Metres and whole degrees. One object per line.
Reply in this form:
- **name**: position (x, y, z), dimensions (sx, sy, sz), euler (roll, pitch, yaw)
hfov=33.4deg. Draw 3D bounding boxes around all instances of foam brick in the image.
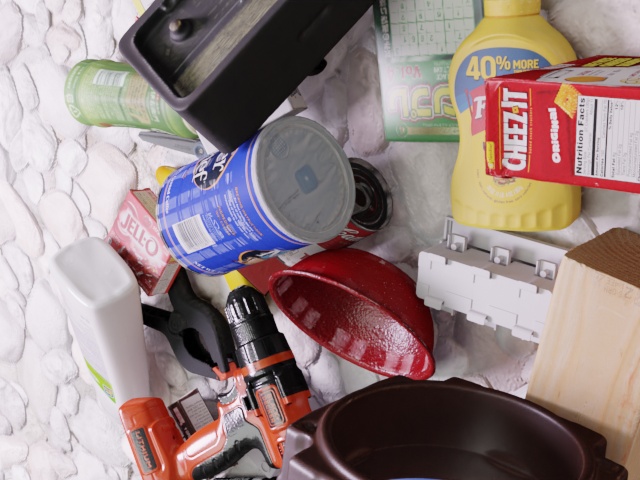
- **foam brick**: position (-0.057, 0.001, 0.999), dimensions (0.078, 0.052, 0.051), euler (43, 130, 1)

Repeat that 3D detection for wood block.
- **wood block**: position (0.213, 0.107, 0.789), dimensions (0.090, 0.090, 0.206), euler (27, 121, 33)

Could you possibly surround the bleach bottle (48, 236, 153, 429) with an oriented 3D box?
- **bleach bottle**: position (-0.228, 0.117, 1.160), dimensions (0.103, 0.068, 0.251), euler (43, 149, 33)

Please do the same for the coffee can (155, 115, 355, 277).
- **coffee can**: position (-0.055, -0.033, 0.879), dimensions (0.141, 0.102, 0.103), euler (-19, 92, 46)

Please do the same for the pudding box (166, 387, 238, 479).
- **pudding box**: position (-0.129, 0.209, 1.125), dimensions (0.090, 0.039, 0.114), euler (59, 164, 7)

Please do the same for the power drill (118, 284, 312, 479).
- **power drill**: position (-0.100, 0.156, 1.019), dimensions (0.188, 0.057, 0.184), euler (-26, 78, 24)

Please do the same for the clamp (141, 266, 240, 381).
- **clamp**: position (-0.150, 0.088, 1.132), dimensions (0.171, 0.039, 0.120), euler (55, 134, 19)

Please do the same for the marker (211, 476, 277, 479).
- **marker**: position (-0.081, 0.263, 1.144), dimensions (0.121, 0.020, 0.020), euler (-13, 95, 43)

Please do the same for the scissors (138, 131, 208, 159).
- **scissors**: position (-0.105, -0.071, 1.055), dimensions (0.202, 0.016, 0.096), euler (-3, 103, 41)

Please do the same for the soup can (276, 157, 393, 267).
- **soup can**: position (0.005, -0.022, 0.941), dimensions (0.102, 0.068, 0.068), euler (-29, 85, 43)

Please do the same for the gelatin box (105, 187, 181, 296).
- **gelatin box**: position (-0.177, 0.001, 1.096), dimensions (0.089, 0.030, 0.073), euler (48, 124, 25)

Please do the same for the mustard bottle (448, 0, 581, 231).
- **mustard bottle**: position (0.145, -0.105, 0.797), dimensions (0.096, 0.058, 0.192), euler (5, 106, 28)

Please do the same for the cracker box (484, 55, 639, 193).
- **cracker box**: position (0.234, -0.070, 0.662), dimensions (0.214, 0.163, 0.072), euler (11, 109, 38)

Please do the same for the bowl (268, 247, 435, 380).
- **bowl**: position (0.037, 0.055, 0.918), dimensions (0.162, 0.055, 0.162), euler (27, 157, 12)
